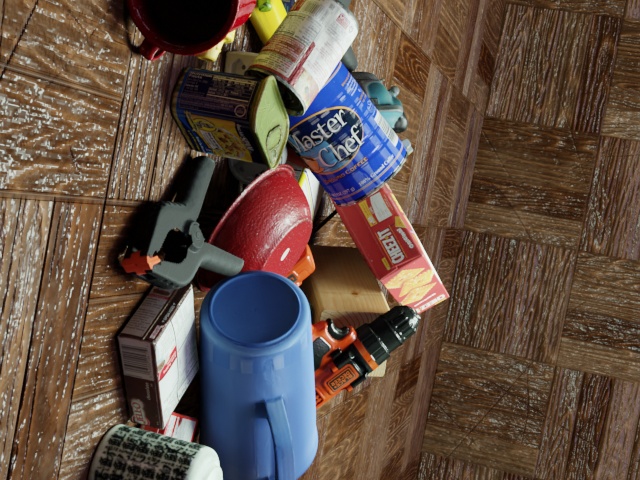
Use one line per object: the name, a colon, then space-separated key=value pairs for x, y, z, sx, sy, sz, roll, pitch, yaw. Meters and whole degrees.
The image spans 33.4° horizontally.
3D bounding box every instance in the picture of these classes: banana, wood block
banana: x=-0.055 y=-0.226 z=1.076 sx=0.197 sy=0.037 sz=0.069 roll=45 pitch=31 yaw=-78
wood block: x=0.025 y=0.086 z=1.384 sx=0.206 sy=0.090 sz=0.090 roll=-108 pitch=-157 yaw=-67

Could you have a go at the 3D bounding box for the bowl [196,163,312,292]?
bowl: x=-0.057 y=0.001 z=1.119 sx=0.162 sy=0.055 sz=0.162 roll=-49 pitch=162 yaw=-22

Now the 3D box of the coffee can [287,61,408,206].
coffee can: x=0.015 y=-0.122 z=1.170 sx=0.140 sy=0.103 sz=0.102 roll=51 pitch=38 yaw=-19

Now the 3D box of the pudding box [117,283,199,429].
pudding box: x=-0.149 y=0.105 z=0.996 sx=0.090 sy=0.039 sz=0.113 roll=-63 pitch=161 yaw=-50

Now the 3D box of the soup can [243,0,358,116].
soup can: x=-0.017 y=-0.178 z=1.011 sx=0.102 sy=0.069 sz=0.068 roll=-57 pitch=159 yaw=-16

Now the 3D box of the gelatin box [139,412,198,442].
gelatin box: x=-0.157 y=0.205 z=1.056 sx=0.089 sy=0.030 sz=0.073 roll=50 pitch=54 yaw=-71

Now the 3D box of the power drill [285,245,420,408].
power drill: x=0.003 y=0.091 z=1.232 sx=0.187 sy=0.184 sz=0.057 roll=53 pitch=-1 yaw=-25

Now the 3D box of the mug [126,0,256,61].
mug: x=-0.105 y=-0.193 z=0.863 sx=0.117 sy=0.093 sz=0.081 roll=-51 pitch=-179 yaw=22

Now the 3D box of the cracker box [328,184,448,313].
cracker box: x=0.087 y=-0.001 z=1.400 sx=0.164 sy=0.072 sz=0.213 roll=62 pitch=5 yaw=22

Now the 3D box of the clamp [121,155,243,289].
clamp: x=-0.122 y=0.005 z=0.978 sx=0.120 sy=0.039 sz=0.171 roll=65 pitch=31 yaw=-17

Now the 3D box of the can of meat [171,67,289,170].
can of meat: x=-0.082 y=-0.114 z=0.990 sx=0.102 sy=0.084 sz=0.057 roll=69 pitch=35 yaw=-64

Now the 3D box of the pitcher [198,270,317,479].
pitcher: x=-0.062 y=0.154 z=1.105 sx=0.144 sy=0.149 sz=0.243 roll=-54 pitch=158 yaw=-37
